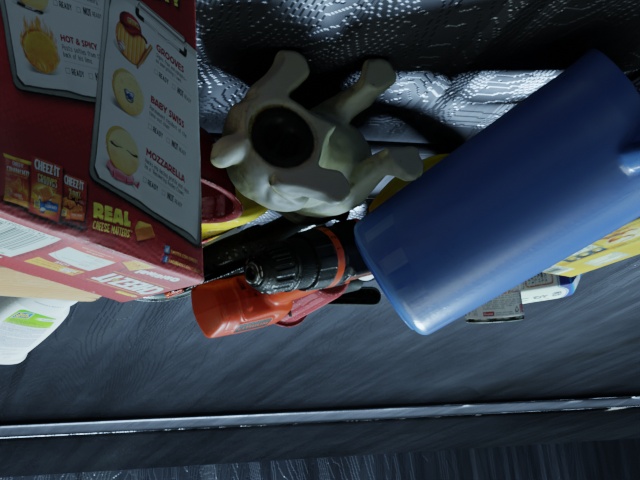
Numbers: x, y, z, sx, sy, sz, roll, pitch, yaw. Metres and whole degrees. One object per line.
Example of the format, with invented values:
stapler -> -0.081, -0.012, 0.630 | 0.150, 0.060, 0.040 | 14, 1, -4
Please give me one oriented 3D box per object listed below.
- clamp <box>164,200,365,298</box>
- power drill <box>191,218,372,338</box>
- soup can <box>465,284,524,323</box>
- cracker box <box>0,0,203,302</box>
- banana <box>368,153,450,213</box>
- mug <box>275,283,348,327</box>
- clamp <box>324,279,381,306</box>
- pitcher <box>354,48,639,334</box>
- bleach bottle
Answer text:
clamp -> -0.057, 0.001, 1.042 | 0.209, 0.036, 0.165 | -21, 170, -24
power drill -> -0.034, 0.035, 0.950 | 0.184, 0.057, 0.188 | -9, 169, -44
soup can -> 0.193, 0.040, 1.200 | 0.068, 0.102, 0.068 | -4, 179, 0
cracker box -> -0.139, -0.088, 0.574 | 0.072, 0.214, 0.164 | -15, 159, 28
banana -> 0.104, -0.049, 0.975 | 0.070, 0.037, 0.197 | -57, 162, 17
mug -> -0.030, 0.032, 1.180 | 0.117, 0.093, 0.082 | 43, 134, -17
clamp -> -0.007, 0.070, 1.355 | 0.172, 0.039, 0.120 | -7, 158, 22
pitcher -> 0.152, -0.034, 0.852 | 0.243, 0.145, 0.149 | -33, 150, 7
bleach bottle -> -0.336, 0.078, 1.235 | 0.102, 0.068, 0.251 | 9, 154, -39
